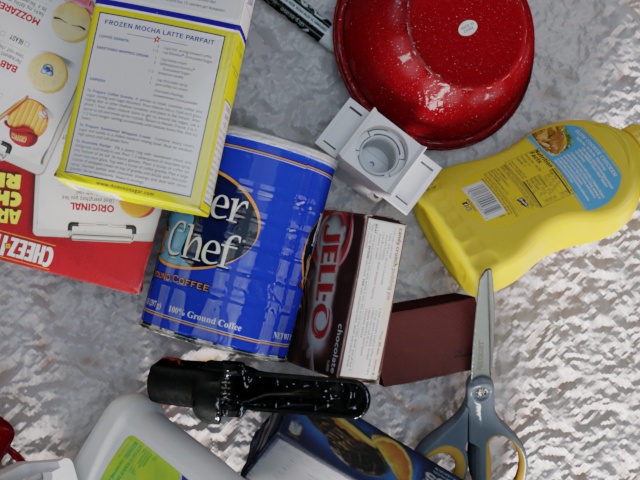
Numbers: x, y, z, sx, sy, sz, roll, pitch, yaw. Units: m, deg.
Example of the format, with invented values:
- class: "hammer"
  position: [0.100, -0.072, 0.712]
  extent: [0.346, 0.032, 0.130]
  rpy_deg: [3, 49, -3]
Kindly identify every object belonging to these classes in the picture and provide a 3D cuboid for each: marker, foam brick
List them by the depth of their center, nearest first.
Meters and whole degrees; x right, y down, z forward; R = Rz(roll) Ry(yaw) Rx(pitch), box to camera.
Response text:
- class: "foam brick"
  position: [0.071, 0.070, 0.764]
  extent: [0.078, 0.051, 0.053]
  rpy_deg: [-9, 92, -10]
- class: "marker"
  position: [-0.011, -0.161, 0.766]
  extent: [0.121, 0.020, 0.020]
  rpy_deg: [37, 84, -8]

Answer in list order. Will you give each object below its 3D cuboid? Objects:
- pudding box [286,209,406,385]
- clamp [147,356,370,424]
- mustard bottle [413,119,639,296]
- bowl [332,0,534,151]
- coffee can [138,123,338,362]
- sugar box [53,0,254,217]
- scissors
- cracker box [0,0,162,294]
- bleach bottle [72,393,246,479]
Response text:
- class: "pudding box"
  position: [0.013, 0.036, 0.733]
  extent: [0.039, 0.090, 0.113]
  rpy_deg: [8, 90, -27]
- class: "clamp"
  position: [-0.066, 0.095, 0.680]
  extent: [0.120, 0.172, 0.039]
  rpy_deg: [13, 79, -43]
- class: "mustard bottle"
  position: [0.169, -0.037, 0.768]
  extent: [0.191, 0.058, 0.096]
  rpy_deg: [-24, 54, -10]
- class: "bowl"
  position: [0.093, -0.147, 0.755]
  extent: [0.162, 0.055, 0.162]
  rpy_deg: [1, 87, -18]
- class: "coffee can"
  position: [-0.055, 0.001, 0.716]
  extent: [0.102, 0.103, 0.140]
  rpy_deg: [15, 88, -10]
- class: "sugar box"
  position: [-0.096, -0.110, 0.657]
  extent: [0.093, 0.048, 0.176]
  rpy_deg: [12, 84, 3]
- class: "scissors"
  position: [0.094, 0.114, 0.745]
  extent: [0.096, 0.016, 0.201]
  rpy_deg: [-17, 120, 4]
- class: "cracker box"
  position: [-0.172, -0.088, 0.713]
  extent: [0.164, 0.072, 0.214]
  rpy_deg: [16, 88, -9]
- class: "bleach bottle"
  position: [-0.049, 0.204, 0.679]
  extent: [0.251, 0.068, 0.102]
  rpy_deg: [30, 89, 21]
